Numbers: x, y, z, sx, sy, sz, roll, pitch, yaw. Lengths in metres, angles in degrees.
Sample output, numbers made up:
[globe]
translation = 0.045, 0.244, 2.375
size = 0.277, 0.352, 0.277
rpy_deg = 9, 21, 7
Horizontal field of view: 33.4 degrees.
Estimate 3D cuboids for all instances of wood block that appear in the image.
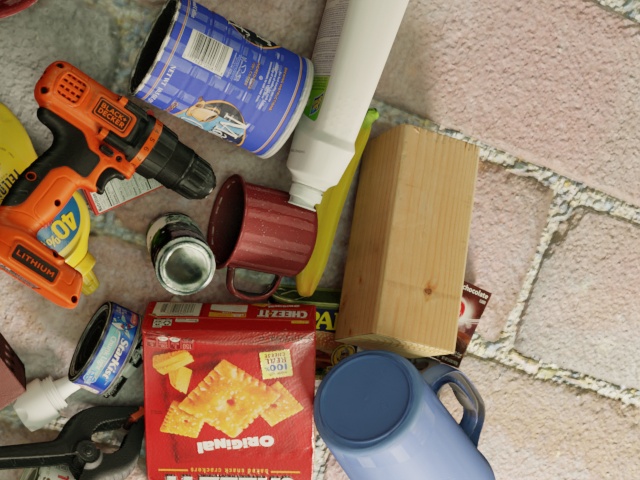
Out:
[wood block]
translation = 0.085, 0.003, 1.043
size = 0.090, 0.090, 0.206
rpy_deg = 15, 75, -21

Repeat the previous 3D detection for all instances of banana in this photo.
[banana]
translation = 0.009, -0.044, 1.056
size = 0.037, 0.069, 0.198
rpy_deg = 18, 102, -4

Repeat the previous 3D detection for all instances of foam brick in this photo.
[foam brick]
translation = -0.307, 0.122, 0.983
size = 0.051, 0.078, 0.053
rpy_deg = -33, 110, -7

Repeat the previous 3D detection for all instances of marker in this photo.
[marker]
translation = -0.175, 0.106, 1.054
size = 0.020, 0.020, 0.121
rpy_deg = 40, 88, -22

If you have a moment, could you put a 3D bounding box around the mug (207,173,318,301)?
[mug]
translation = -0.057, 0.001, 1.030
size = 0.081, 0.093, 0.117
rpy_deg = 12, 86, -25

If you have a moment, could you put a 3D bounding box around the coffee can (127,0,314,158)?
[coffee can]
translation = -0.091, -0.150, 0.979
size = 0.140, 0.103, 0.103
rpy_deg = 24, 94, -21

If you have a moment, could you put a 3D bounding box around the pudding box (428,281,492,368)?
[pudding box]
translation = 0.113, 0.073, 1.130
size = 0.113, 0.039, 0.090
rpy_deg = 23, 94, -21

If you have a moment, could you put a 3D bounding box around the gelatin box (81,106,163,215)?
[gelatin box]
translation = -0.188, -0.075, 1.004
size = 0.089, 0.030, 0.073
rpy_deg = -25, 110, -12

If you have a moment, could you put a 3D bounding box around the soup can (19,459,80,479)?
[soup can]
translation = -0.241, 0.255, 1.040
size = 0.102, 0.069, 0.068
rpy_deg = 26, 93, -21

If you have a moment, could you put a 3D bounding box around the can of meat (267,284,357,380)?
[can of meat]
translation = -0.009, 0.094, 1.087
size = 0.102, 0.057, 0.084
rpy_deg = 5, 103, -19

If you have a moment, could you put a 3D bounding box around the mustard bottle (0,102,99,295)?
[mustard bottle]
translation = -0.268, -0.025, 0.973
size = 0.096, 0.058, 0.191
rpy_deg = -43, 112, -16

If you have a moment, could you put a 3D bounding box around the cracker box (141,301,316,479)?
[cracker box]
translation = -0.086, 0.169, 1.034
size = 0.164, 0.072, 0.214
rpy_deg = 1, 110, 0

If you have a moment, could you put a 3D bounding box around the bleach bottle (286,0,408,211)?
[bleach bottle]
translation = 0.019, -0.151, 1.002
size = 0.068, 0.103, 0.251
rpy_deg = 18, 90, -19

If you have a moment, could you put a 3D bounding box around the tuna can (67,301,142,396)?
[tuna can]
translation = -0.204, 0.101, 1.008
size = 0.033, 0.086, 0.086
rpy_deg = 29, 92, -20

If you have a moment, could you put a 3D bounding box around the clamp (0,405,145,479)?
[clamp]
translation = -0.235, 0.203, 1.007
size = 0.120, 0.171, 0.039
rpy_deg = 45, 131, -3

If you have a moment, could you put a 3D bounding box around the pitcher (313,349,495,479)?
[pitcher]
translation = 0.088, 0.199, 1.054
size = 0.145, 0.149, 0.242
rpy_deg = -18, 141, 12

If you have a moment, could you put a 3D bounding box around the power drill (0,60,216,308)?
[power drill]
translation = -0.202, -0.038, 0.939
size = 0.184, 0.057, 0.187
rpy_deg = 34, 72, -20
